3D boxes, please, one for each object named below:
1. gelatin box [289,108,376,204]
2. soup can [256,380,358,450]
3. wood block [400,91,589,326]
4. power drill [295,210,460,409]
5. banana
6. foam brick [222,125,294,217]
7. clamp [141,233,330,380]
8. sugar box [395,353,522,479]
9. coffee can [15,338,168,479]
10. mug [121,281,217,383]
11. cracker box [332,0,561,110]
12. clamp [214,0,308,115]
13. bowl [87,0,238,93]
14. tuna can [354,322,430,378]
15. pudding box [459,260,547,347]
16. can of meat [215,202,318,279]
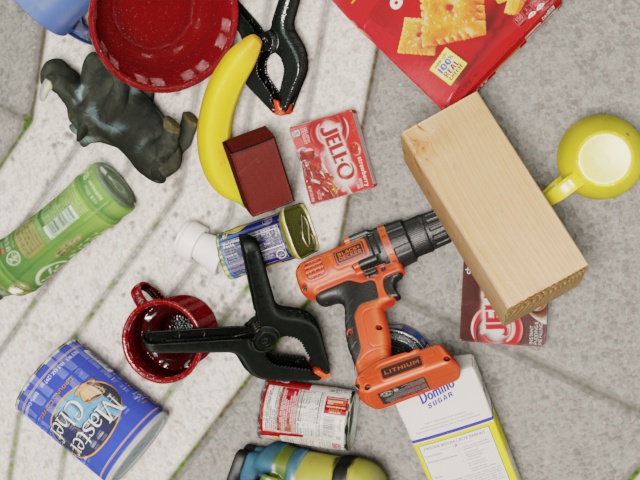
[{"bbox_3d":[0.014,-0.091,1.162,0.073,0.030,0.089,-15,92,13],"label":"gelatin box"},{"bbox_3d":[-0.013,0.191,1.176,0.102,0.068,0.068,6,97,11],"label":"soup can"},{"bbox_3d":[0.171,-0.030,1.069,0.091,0.090,0.206,-29,73,-2],"label":"wood block"},{"bbox_3d":[0.080,0.068,1.113,0.184,0.057,0.188,-23,57,7],"label":"power drill"},{"bbox_3d":[-0.101,-0.128,1.169,0.069,0.037,0.198,1,111,-3],"label":"banana"},{"bbox_3d":[-0.066,-0.074,1.144,0.051,0.053,0.078,-21,115,-8],"label":"foam brick"},{"bbox_3d":[-0.061,0.088,1.130,0.209,0.036,0.165,28,112,-31],"label":"clamp"},{"bbox_3d":[0.148,0.213,1.136,0.093,0.048,0.176,-19,103,12],"label":"sugar box"},{"bbox_3d":[-0.259,0.195,1.212,0.140,0.102,0.103,38,102,6],"label":"coffee can"},{"bbox_3d":[-0.171,0.096,1.194,0.093,0.081,0.117,-38,87,13],"label":"mug"},{"bbox_3d":[0.116,-0.260,1.102,0.214,0.072,0.164,46,102,5],"label":"cracker box"},{"bbox_3d":[-0.065,-0.221,1.163,0.120,0.039,0.171,2,98,29],"label":"clamp"},{"bbox_3d":[-0.172,-0.242,1.139,0.162,0.055,0.162,-9,116,-19],"label":"bowl"},{"bbox_3d":[0.080,0.135,1.167,0.086,0.033,0.086,1,96,12],"label":"tuna can"},{"bbox_3d":[0.196,0.054,1.132,0.090,0.039,0.113,3,96,12],"label":"pudding box"},{"bbox_3d":[-0.058,0.001,1.151,0.084,0.102,0.057,-19,92,15],"label":"can of meat"}]
